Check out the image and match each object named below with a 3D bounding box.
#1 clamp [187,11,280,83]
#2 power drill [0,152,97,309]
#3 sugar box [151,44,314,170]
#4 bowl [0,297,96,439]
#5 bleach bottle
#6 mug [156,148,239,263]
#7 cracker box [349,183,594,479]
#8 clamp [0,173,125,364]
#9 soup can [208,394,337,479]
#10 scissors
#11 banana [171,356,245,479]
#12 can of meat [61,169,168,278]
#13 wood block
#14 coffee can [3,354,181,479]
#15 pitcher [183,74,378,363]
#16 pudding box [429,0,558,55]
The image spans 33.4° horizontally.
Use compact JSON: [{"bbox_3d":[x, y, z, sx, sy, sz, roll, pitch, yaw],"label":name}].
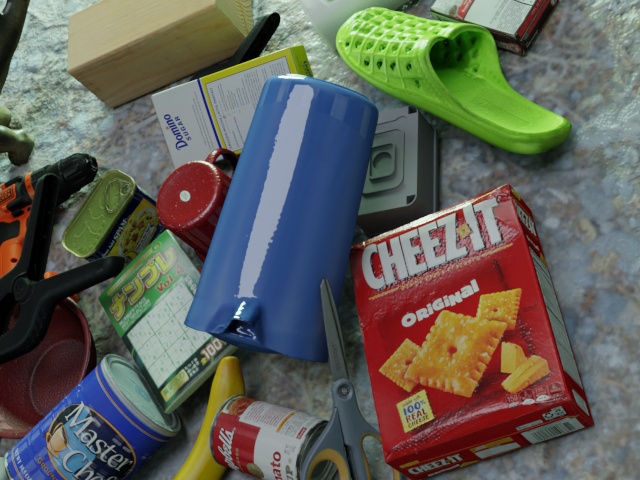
[{"bbox_3d":[-0.098,-0.183,1.204,0.172,0.039,0.120,-19,60,20],"label":"clamp"},{"bbox_3d":[-0.329,0.001,1.239,0.185,0.057,0.188,-28,52,17],"label":"power drill"},{"bbox_3d":[-0.088,-0.140,1.148,0.176,0.048,0.093,-13,99,27],"label":"sugar box"},{"bbox_3d":[-0.294,0.140,1.142,0.162,0.055,0.162,-13,61,25],"label":"bowl"},{"bbox_3d":[0.092,-0.312,1.146,0.251,0.068,0.103,-32,53,10],"label":"bleach bottle"},{"bbox_3d":[-0.112,-0.041,1.112,0.093,0.081,0.117,9,71,34],"label":"mug"},{"bbox_3d":[0.121,0.077,0.915,0.164,0.072,0.214,-22,55,19],"label":"cracker box"},{"bbox_3d":[-0.291,0.053,1.107,0.165,0.036,0.210,36,98,38],"label":"clamp"},{"bbox_3d":[-0.040,0.183,0.959,0.102,0.068,0.068,10,71,34],"label":"soup can"},{"bbox_3d":[0.005,0.142,0.902,0.096,0.016,0.202,-25,94,-14],"label":"scissors"},{"bbox_3d":[-0.119,0.204,0.999,0.197,0.069,0.037,-53,22,-8],"label":"banana"},{"bbox_3d":[-0.216,-0.012,1.158,0.058,0.083,0.102,27,81,38],"label":"can of meat"},{"bbox_3d":[-0.190,-0.247,1.264,0.206,0.090,0.091,-19,57,21],"label":"wood block"},{"bbox_3d":[-0.221,0.195,1.040,0.140,0.102,0.103,-44,51,4],"label":"coffee can"},{"bbox_3d":[-0.027,-0.018,0.966,0.149,0.144,0.243,12,85,56],"label":"pitcher"},{"bbox_3d":[0.178,-0.244,1.072,0.114,0.039,0.090,28,81,36],"label":"pudding box"}]
